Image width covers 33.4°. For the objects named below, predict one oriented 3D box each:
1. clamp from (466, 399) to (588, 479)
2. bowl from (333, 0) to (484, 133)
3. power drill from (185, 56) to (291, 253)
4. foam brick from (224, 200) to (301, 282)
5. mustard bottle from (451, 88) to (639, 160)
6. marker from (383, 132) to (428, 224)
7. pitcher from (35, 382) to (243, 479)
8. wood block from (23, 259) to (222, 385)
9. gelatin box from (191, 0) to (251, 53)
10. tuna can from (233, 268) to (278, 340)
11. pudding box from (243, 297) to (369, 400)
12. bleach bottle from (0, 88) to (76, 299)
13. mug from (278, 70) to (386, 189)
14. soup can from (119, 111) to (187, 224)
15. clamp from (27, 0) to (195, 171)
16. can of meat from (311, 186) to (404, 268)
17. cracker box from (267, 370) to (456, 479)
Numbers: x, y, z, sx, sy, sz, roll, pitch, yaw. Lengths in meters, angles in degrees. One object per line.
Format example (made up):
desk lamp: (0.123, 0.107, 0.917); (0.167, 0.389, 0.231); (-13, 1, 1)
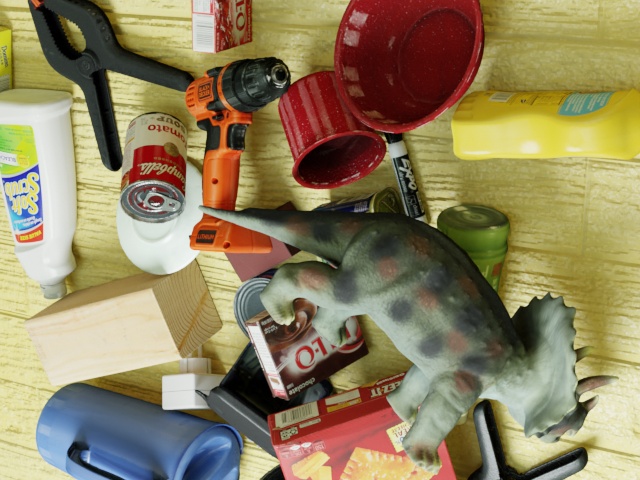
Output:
clamp: (0.203, 0.251, 1.096); (0.120, 0.039, 0.171); (21, 124, 25)
bowl: (0.090, -0.173, 0.961); (0.162, 0.055, 0.162); (-6, 81, 41)
power drill: (-0.081, -0.081, 1.045); (0.185, 0.057, 0.187); (-1, 87, 63)
foam brick: (-0.057, 0.001, 1.132); (0.078, 0.052, 0.051); (-27, 95, 33)
mustard bottle: (0.216, -0.100, 0.916); (0.192, 0.096, 0.058); (2, 110, 28)
marker: (0.082, -0.066, 1.049); (0.020, 0.020, 0.121); (-10, 104, 31)
pitcher: (-0.226, 0.250, 1.259); (0.243, 0.145, 0.149); (13, 146, 32)
wood block: (-0.231, 0.098, 1.242); (0.206, 0.090, 0.090); (-15, 102, 32)
gelatin box: (-0.096, -0.234, 1.048); (0.030, 0.073, 0.089); (11, 113, 23)
tuna can: (-0.051, 0.075, 1.168); (0.086, 0.033, 0.086); (11, 114, 25)
pudding box: (-0.013, 0.101, 1.112); (0.039, 0.113, 0.090); (-4, 110, 61)
bleach bottle: (-0.325, -0.048, 1.255); (0.103, 0.068, 0.251); (8, 115, 28)
mug: (0.006, -0.102, 1.031); (0.117, 0.093, 0.081); (100, 156, -60)
soup can: (-0.174, -0.077, 1.126); (0.068, 0.102, 0.068); (-2, 141, -2)
clamp: (-0.236, -0.197, 1.161); (0.165, 0.036, 0.210); (-31, 95, 33)
can of meat: (0.042, 0.004, 1.077); (0.084, 0.057, 0.102); (-11, 103, 34)
cracker box: (0.057, 0.256, 1.083); (0.164, 0.072, 0.213); (-18, 109, 0)
